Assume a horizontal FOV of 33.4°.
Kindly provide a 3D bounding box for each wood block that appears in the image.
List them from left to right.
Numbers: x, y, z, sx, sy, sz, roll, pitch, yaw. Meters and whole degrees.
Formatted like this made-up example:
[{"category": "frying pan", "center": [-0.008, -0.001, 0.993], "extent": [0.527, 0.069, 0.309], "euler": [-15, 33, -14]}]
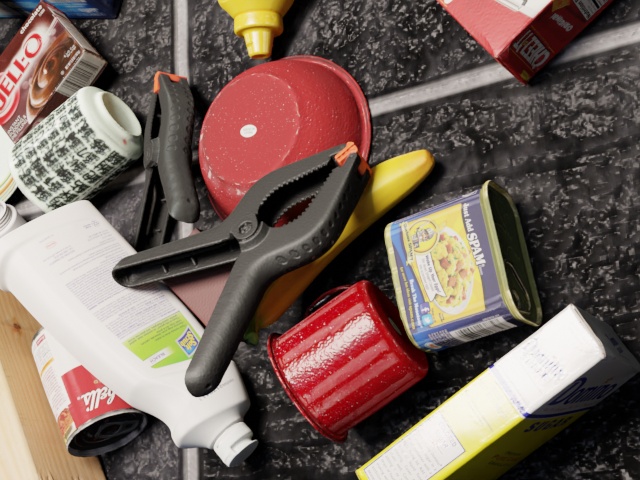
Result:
[{"category": "wood block", "center": [-0.270, 0.141, 0.910], "extent": [0.090, 0.090, 0.206], "euler": [-37, 61, 17]}]

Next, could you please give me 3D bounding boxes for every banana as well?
[{"category": "banana", "center": [0.006, 0.002, 0.799], "extent": [0.197, 0.037, 0.070], "euler": [-47, 33, -11]}]

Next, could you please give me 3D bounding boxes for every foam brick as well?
[{"category": "foam brick", "center": [-0.079, 0.036, 0.849], "extent": [0.078, 0.051, 0.053], "euler": [43, 99, 32]}]

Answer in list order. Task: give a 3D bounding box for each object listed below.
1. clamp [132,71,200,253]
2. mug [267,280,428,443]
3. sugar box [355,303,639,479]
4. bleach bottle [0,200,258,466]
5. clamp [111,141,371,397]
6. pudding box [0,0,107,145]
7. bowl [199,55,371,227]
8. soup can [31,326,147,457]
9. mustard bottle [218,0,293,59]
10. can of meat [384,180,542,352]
[{"category": "clamp", "center": [-0.133, -0.060, 0.905], "extent": [0.120, 0.039, 0.171], "euler": [-43, 40, 44]}, {"category": "mug", "center": [0.020, 0.076, 0.765], "extent": [0.081, 0.093, 0.117], "euler": [-36, 34, 12]}, {"category": "sugar box", "center": [0.116, 0.116, 0.686], "extent": [0.176, 0.093, 0.048], "euler": [-39, 63, 17]}, {"category": "bleach bottle", "center": [-0.147, 0.081, 0.839], "extent": [0.251, 0.102, 0.068], "euler": [45, 144, 20]}, {"category": "clamp", "center": [-0.055, 0.001, 0.783], "extent": [0.210, 0.036, 0.165], "euler": [-45, 43, -10]}, {"category": "pudding box", "center": [-0.260, -0.151, 0.991], "extent": [0.113, 0.039, 0.090], "euler": [-49, 59, 10]}, {"category": "bowl", "center": [-0.042, -0.082, 0.858], "extent": [0.162, 0.055, 0.162], "euler": [-9, 72, 29]}, {"category": "soup can", "center": [-0.193, 0.118, 0.884], "extent": [0.069, 0.068, 0.102], "euler": [-38, 60, 16]}, {"category": "mustard bottle", "center": [-0.055, -0.248, 0.899], "extent": [0.096, 0.058, 0.191], "euler": [-12, 80, 53]}, {"category": "can of meat", "center": [0.098, 0.021, 0.745], "extent": [0.084, 0.057, 0.102], "euler": [-21, 66, 27]}]
